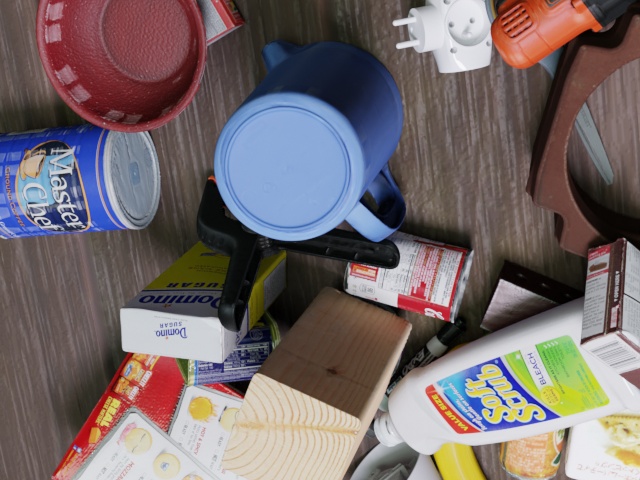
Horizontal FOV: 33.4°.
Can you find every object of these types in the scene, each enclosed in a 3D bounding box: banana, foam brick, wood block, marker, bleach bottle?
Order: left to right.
[{"bbox_3d":[0.003,0.123,0.890,0.091,0.205,0.090,23,111,8],"label":"wood block"},{"bbox_3d":[0.094,0.115,1.001,0.020,0.020,0.121,41,113,1],"label":"marker"},{"bbox_3d":[0.134,0.179,0.999,0.070,0.037,0.198,2,107,18],"label":"banana"},{"bbox_3d":[0.154,0.133,0.915,0.251,0.068,0.102,-29,90,34],"label":"bleach bottle"},{"bbox_3d":[0.187,0.061,0.941,0.078,0.053,0.051,23,111,7],"label":"foam brick"}]

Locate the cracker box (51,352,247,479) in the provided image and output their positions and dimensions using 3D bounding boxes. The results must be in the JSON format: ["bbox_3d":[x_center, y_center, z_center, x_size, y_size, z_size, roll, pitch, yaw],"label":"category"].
[{"bbox_3d":[-0.123,0.214,1.036,0.214,0.072,0.164,31,85,5],"label":"cracker box"}]

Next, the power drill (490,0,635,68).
[{"bbox_3d":[0.182,-0.244,0.798,0.185,0.057,0.188,-33,59,19],"label":"power drill"}]

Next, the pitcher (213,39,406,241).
[{"bbox_3d":[0.000,-0.073,0.851,0.149,0.242,0.145,10,107,5],"label":"pitcher"}]

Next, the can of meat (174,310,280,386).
[{"bbox_3d":[-0.090,0.093,0.987,0.083,0.102,0.057,-4,109,-17],"label":"can of meat"}]

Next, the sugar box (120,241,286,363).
[{"bbox_3d":[-0.099,0.050,0.951,0.093,0.176,0.048,5,108,14],"label":"sugar box"}]

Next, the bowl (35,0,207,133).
[{"bbox_3d":[-0.165,-0.178,0.933,0.162,0.055,0.162,6,109,16],"label":"bowl"}]

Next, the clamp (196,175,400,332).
[{"bbox_3d":[-0.056,0.001,0.926,0.210,0.164,0.036,35,140,44],"label":"clamp"}]

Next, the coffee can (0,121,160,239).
[{"bbox_3d":[-0.235,-0.057,0.997,0.140,0.102,0.103,-4,105,17],"label":"coffee can"}]

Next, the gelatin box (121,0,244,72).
[{"bbox_3d":[-0.125,-0.205,0.960,0.089,0.030,0.073,-27,98,23],"label":"gelatin box"}]

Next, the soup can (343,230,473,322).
[{"bbox_3d":[0.079,0.028,0.953,0.102,0.068,0.068,15,110,11],"label":"soup can"}]
